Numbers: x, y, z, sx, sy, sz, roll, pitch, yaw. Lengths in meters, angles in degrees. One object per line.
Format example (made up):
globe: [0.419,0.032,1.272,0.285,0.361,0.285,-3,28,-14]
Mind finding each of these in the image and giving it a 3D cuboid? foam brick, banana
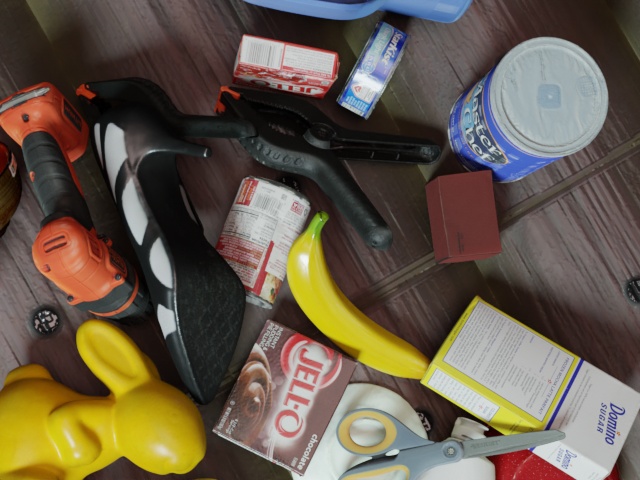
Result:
foam brick: [0.131,-0.021,0.987,0.053,0.051,0.078,-5,84,-8]
banana: [0.025,0.063,0.948,0.197,0.070,0.037,53,37,-26]

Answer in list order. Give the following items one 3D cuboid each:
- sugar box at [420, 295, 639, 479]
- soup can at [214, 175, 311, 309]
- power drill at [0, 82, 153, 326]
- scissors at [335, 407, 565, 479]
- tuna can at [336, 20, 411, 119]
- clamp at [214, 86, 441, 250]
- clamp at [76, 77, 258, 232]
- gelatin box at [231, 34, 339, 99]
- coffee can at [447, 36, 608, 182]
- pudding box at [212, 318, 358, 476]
sugar box: [0.188,0.133,0.949,0.176,0.048,0.093,33,55,8]
soup can: [-0.056,0.001,0.949,0.068,0.068,0.102,22,81,-6]
power drill: [-0.203,-0.026,0.899,0.057,0.184,0.188,-25,68,0]
scissors: [0.099,0.168,0.924,0.202,0.016,0.096,-26,69,7]
tuna can: [0.048,-0.156,0.973,0.033,0.086,0.086,28,80,-3]
clamp: [-0.002,-0.076,0.949,0.210,0.036,0.164,23,39,0]
clamp: [-0.137,-0.096,0.939,0.171,0.039,0.120,43,105,7]
gelatin box: [-0.033,-0.155,0.967,0.089,0.073,0.030,10,83,-8]
coffee can: [0.182,-0.113,0.959,0.102,0.140,0.103,1,83,-9]
pudding box: [-0.030,0.139,0.945,0.090,0.039,0.113,25,81,6]
